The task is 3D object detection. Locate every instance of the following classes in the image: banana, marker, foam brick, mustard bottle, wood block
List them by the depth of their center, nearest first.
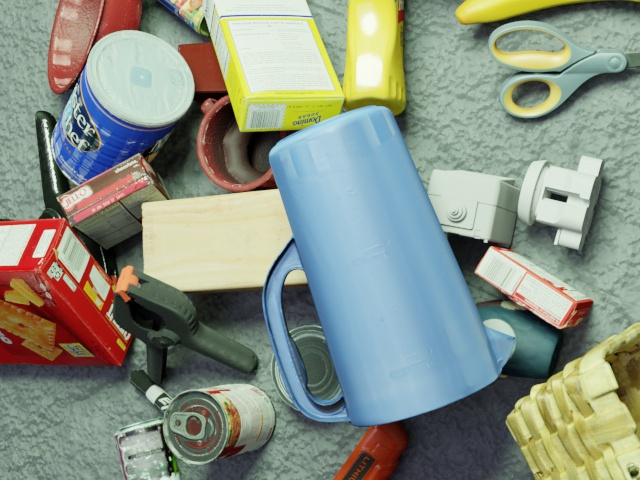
[{"bbox_3d":[0.216,-0.216,0.919,0.198,0.069,0.037,2,124,30],"label":"banana"},{"bbox_3d":[0.050,-0.213,0.971,0.058,0.096,0.191,0,86,9],"label":"mustard bottle"},{"bbox_3d":[-0.056,0.002,1.008,0.206,0.090,0.090,-4,86,23],"label":"wood block"},{"bbox_3d":[-0.098,-0.166,1.058,0.078,0.053,0.051,2,88,24],"label":"foam brick"},{"bbox_3d":[-0.149,0.172,1.077,0.121,0.020,0.020,39,102,21],"label":"marker"}]

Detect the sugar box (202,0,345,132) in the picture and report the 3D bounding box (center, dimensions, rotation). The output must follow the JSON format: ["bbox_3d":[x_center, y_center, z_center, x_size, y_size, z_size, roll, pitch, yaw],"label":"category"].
[{"bbox_3d":[-0.047,-0.175,0.984,0.048,0.093,0.176,106,154,-45],"label":"sugar box"}]

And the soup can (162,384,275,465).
[{"bbox_3d":[-0.093,0.171,1.007,0.069,0.102,0.068,-2,86,24],"label":"soup can"}]

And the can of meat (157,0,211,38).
[{"bbox_3d":[-0.118,-0.266,1.072,0.084,0.057,0.102,40,102,19],"label":"can of meat"}]

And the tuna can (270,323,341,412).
[{"bbox_3d":[-0.003,0.121,1.007,0.086,0.033,0.086,-2,86,24],"label":"tuna can"}]

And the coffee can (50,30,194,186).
[{"bbox_3d":[-0.195,-0.122,1.038,0.141,0.102,0.103,-44,67,52],"label":"coffee can"}]

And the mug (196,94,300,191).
[{"bbox_3d":[-0.067,-0.096,1.024,0.117,0.081,0.093,39,102,21],"label":"mug"}]

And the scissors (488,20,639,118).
[{"bbox_3d":[0.241,-0.138,0.920,0.202,0.016,0.096,13,124,6],"label":"scissors"}]

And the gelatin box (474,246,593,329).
[{"bbox_3d":[0.182,0.041,0.909,0.089,0.073,0.030,35,101,21],"label":"gelatin box"}]

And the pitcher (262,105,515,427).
[{"bbox_3d":[0.037,0.024,0.868,0.145,0.148,0.243,-21,90,49],"label":"pitcher"}]

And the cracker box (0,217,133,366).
[{"bbox_3d":[-0.316,0.058,1.077,0.214,0.164,0.072,-3,50,23],"label":"cracker box"}]

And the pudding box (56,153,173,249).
[{"bbox_3d":[-0.196,-0.036,1.049,0.090,0.113,0.039,-27,75,-1],"label":"pudding box"}]

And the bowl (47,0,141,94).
[{"bbox_3d":[-0.227,-0.221,1.095,0.162,0.055,0.162,-32,52,51],"label":"bowl"}]

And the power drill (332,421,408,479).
[{"bbox_3d":[0.107,0.241,0.938,0.188,0.057,0.184,39,102,21],"label":"power drill"}]

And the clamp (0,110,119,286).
[{"bbox_3d":[-0.282,-0.027,1.139,0.210,0.036,0.165,38,100,19],"label":"clamp"}]

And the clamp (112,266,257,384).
[{"bbox_3d":[-0.152,0.088,1.021,0.120,0.171,0.039,-21,41,25],"label":"clamp"}]
